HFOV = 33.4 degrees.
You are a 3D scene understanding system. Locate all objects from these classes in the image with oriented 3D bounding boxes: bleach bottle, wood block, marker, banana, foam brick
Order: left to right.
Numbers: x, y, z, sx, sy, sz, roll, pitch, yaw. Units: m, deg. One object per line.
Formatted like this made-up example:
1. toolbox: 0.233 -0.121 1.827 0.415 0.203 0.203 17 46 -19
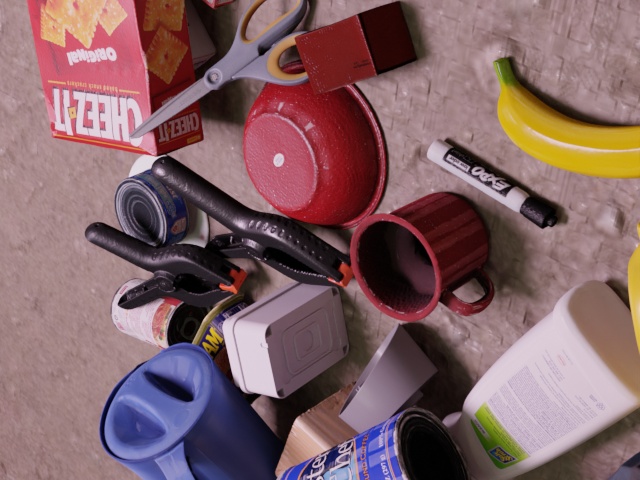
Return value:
1. foam brick: 0.028 -0.157 0.878 0.078 0.051 0.053 -8 105 47
2. wood block: 0.065 0.246 1.018 0.206 0.090 0.091 40 133 24
3. marker: 0.137 -0.044 0.850 0.121 0.020 0.020 36 132 27
4. bleach bottle: 0.166 0.135 0.882 0.102 0.067 0.251 54 140 11
5. banana: 0.199 -0.077 0.758 0.198 0.037 0.070 21 125 37

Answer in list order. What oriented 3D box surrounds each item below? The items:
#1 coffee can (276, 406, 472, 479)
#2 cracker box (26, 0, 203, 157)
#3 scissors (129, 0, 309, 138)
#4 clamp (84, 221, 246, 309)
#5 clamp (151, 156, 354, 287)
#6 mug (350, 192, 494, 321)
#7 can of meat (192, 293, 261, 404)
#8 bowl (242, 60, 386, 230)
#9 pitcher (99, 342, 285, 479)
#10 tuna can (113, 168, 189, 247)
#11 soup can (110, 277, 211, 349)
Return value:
1. coffee can: 0.043 0.215 0.903 0.141 0.102 0.103 -33 86 30
2. cracker box: -0.202 -0.196 1.009 0.164 0.071 0.214 13 118 39
3. scissors: -0.073 -0.135 0.937 0.096 0.016 0.202 44 100 11
4. clamp: -0.163 0.027 1.105 0.172 0.039 0.120 -4 138 26
5. clamp: -0.057 0.001 1.032 0.210 0.036 0.164 24 159 20
6. mug: 0.094 0.016 0.878 0.117 0.081 0.093 40 134 24
7. can of meat: -0.087 0.121 1.133 0.084 0.057 0.102 45 136 15
8. bowl: -0.019 -0.078 0.964 0.162 0.055 0.162 22 124 37
9. pitcher: -0.100 0.230 1.078 0.145 0.149 0.242 -1 140 38
10. tuna can: -0.180 -0.031 1.132 0.086 0.033 0.086 20 123 35
11. soup can: -0.179 0.085 1.198 0.102 0.068 0.068 16 120 40
